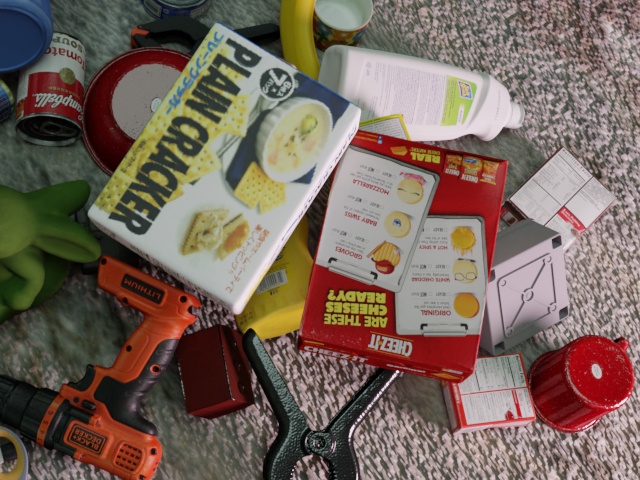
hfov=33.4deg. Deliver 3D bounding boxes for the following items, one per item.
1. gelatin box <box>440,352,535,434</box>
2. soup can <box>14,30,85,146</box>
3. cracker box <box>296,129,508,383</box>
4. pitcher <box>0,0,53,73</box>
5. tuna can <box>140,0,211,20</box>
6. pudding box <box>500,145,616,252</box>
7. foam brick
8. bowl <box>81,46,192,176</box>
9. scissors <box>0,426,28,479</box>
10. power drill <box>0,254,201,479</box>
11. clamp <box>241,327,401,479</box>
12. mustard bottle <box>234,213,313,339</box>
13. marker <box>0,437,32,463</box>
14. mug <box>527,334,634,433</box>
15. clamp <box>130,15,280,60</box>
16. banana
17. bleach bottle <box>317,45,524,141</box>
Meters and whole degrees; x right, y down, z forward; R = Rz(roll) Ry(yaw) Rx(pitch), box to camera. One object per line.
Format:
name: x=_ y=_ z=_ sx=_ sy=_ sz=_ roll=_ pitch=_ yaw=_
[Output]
gelatin box: x=0.175 y=0.160 z=1.118 sx=0.089 sy=0.030 sz=0.073 roll=-4 pitch=68 yaw=-16
soup can: x=-0.281 y=-0.159 z=1.116 sx=0.068 sy=0.069 sz=0.102 roll=3 pitch=67 yaw=-13
cracker box: x=0.078 y=0.014 z=1.015 sx=0.164 sy=0.072 sz=0.213 roll=12 pitch=72 yaw=1
pitcher: x=-0.336 y=-0.298 z=1.093 sx=0.144 sy=0.149 sz=0.243 roll=-1 pitch=56 yaw=-27
tuna can: x=-0.164 y=-0.292 z=1.219 sx=0.086 sy=0.034 sz=0.086 roll=5 pitch=67 yaw=-12
pudding box: x=0.270 y=-0.041 z=1.221 sx=0.090 sy=0.039 sz=0.113 roll=45 pitch=63 yaw=8
foam brick: x=-0.103 y=0.128 z=1.039 sx=0.051 sy=0.053 sz=0.078 roll=-18 pitch=70 yaw=16
bowl: x=-0.174 y=-0.136 z=1.122 sx=0.162 sy=0.055 sz=0.162 roll=1 pitch=80 yaw=-7
scissors: x=-0.261 y=0.247 z=0.968 sx=0.201 sy=0.016 sz=0.096 roll=36 pitch=70 yaw=-6
power drill: x=-0.209 y=0.112 z=1.001 sx=0.184 sy=0.057 sz=0.187 roll=24 pitch=86 yaw=3
clamp: x=0.005 y=0.190 z=1.032 sx=0.164 sy=0.036 sz=0.210 roll=1 pitch=82 yaw=-10
mustard bottle: x=-0.057 y=0.002 z=1.098 sx=0.096 sy=0.058 sz=0.192 roll=-22 pitch=60 yaw=8
marker: x=-0.325 y=0.206 z=0.980 sx=0.121 sy=0.020 sz=0.020 roll=-14 pitch=72 yaw=-19
mug: x=0.283 y=0.141 z=1.123 sx=0.117 sy=0.082 sz=0.093 roll=-35 pitch=80 yaw=-24
clamp: x=-0.123 y=-0.215 z=1.196 sx=0.171 sy=0.039 sz=0.120 roll=22 pitch=58 yaw=-5
banana: x=-0.013 y=-0.222 z=1.195 sx=0.037 sy=0.070 sz=0.198 roll=-19 pitch=110 yaw=-58
bleach bottle: x=0.119 y=-0.151 z=1.200 sx=0.250 sy=0.068 sz=0.102 roll=7 pitch=97 yaw=-26
